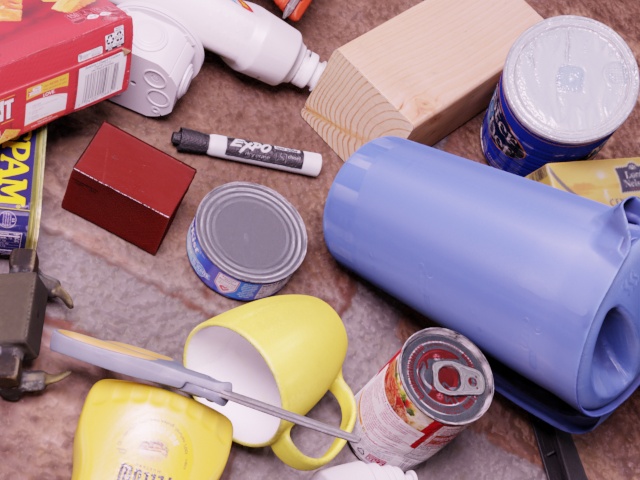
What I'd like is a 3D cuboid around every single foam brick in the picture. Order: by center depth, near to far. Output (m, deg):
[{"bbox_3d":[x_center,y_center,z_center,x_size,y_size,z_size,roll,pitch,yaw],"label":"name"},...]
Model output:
[{"bbox_3d":[-0.137,-0.038,0.766,0.078,0.053,0.051,29,52,-5],"label":"foam brick"}]

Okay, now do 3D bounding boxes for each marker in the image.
[{"bbox_3d":[-0.058,-0.070,0.842,0.121,0.020,0.020,10,56,-18],"label":"marker"}]

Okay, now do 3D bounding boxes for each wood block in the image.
[{"bbox_3d":[0.095,-0.143,0.912,0.091,0.090,0.205,47,54,10],"label":"wood block"}]

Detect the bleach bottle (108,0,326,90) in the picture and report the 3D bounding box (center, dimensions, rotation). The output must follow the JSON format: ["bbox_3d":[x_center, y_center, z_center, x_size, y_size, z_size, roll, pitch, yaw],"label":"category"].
[{"bbox_3d":[-0.111,-0.192,0.862,0.250,0.068,0.102,26,11,-15],"label":"bleach bottle"}]

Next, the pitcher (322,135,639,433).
[{"bbox_3d":[0.120,0.021,0.751,0.243,0.144,0.149,27,87,38],"label":"pitcher"}]

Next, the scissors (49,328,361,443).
[{"bbox_3d":[-0.071,0.091,0.674,0.202,0.096,0.016,17,87,3],"label":"scissors"}]

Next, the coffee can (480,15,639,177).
[{"bbox_3d":[0.190,-0.107,0.870,0.103,0.140,0.103,0,77,1],"label":"coffee can"}]

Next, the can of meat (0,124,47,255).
[{"bbox_3d":[-0.232,-0.040,0.724,0.083,0.058,0.102,6,57,-17],"label":"can of meat"}]

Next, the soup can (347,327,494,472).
[{"bbox_3d":[0.064,0.112,0.728,0.068,0.102,0.068,11,56,-17],"label":"soup can"}]

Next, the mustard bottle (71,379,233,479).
[{"bbox_3d":[-0.118,0.182,0.631,0.096,0.058,0.191,20,54,-10],"label":"mustard bottle"}]

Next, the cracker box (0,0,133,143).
[{"bbox_3d":[-0.260,-0.154,0.731,0.214,0.072,0.163,35,44,22],"label":"cracker box"}]

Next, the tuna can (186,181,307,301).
[{"bbox_3d":[-0.055,0.001,0.789,0.086,0.034,0.086,11,56,-17],"label":"tuna can"}]
